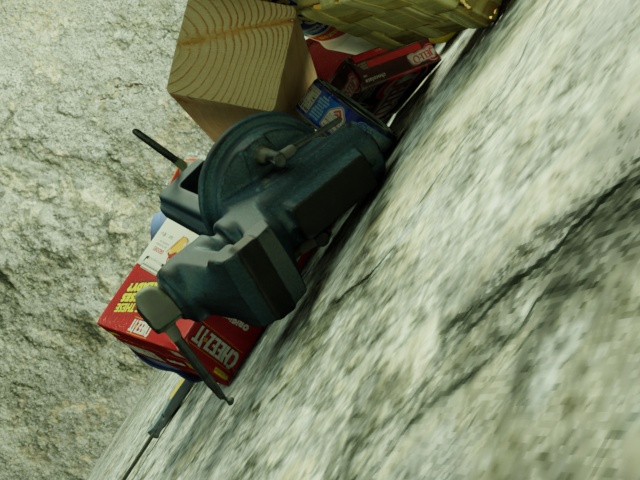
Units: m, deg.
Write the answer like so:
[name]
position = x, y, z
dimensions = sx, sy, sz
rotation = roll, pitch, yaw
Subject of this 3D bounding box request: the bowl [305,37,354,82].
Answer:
[bowl]
position = 0.054, -0.207, 1.194
dimensions = 0.162, 0.055, 0.162
rotation = -18, -7, -3

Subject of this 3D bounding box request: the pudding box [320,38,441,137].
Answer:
[pudding box]
position = 0.048, -0.141, 0.984
dimensions = 0.089, 0.039, 0.114
rotation = -23, -9, -25

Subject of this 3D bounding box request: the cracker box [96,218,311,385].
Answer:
[cracker box]
position = -0.090, 0.016, 0.981
dimensions = 0.164, 0.072, 0.213
rotation = 7, 61, 54

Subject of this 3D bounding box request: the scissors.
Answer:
[scissors]
position = -0.196, 0.222, 1.305
dimensions = 0.201, 0.016, 0.096
rotation = -57, 3, -5

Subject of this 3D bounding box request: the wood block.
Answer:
[wood block]
position = -0.062, -0.141, 0.946
dimensions = 0.206, 0.091, 0.090
rotation = 51, -129, -82

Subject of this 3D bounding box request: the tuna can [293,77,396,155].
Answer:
[tuna can]
position = 0.021, -0.099, 0.892
dimensions = 0.034, 0.086, 0.086
rotation = -54, 5, 10
